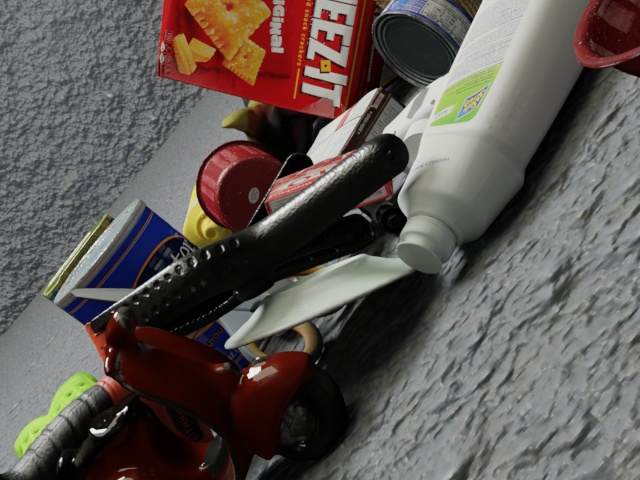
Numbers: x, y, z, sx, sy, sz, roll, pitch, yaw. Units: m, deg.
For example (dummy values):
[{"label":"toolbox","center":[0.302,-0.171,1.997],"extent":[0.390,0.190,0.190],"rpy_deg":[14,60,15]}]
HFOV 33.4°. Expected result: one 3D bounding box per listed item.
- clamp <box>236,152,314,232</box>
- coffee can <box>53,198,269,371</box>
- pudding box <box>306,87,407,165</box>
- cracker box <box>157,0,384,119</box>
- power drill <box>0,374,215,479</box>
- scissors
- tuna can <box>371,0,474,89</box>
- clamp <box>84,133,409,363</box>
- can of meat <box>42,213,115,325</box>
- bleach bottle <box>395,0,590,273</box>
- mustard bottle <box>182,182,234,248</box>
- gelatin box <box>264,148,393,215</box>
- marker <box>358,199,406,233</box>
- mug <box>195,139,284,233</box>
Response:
[{"label":"clamp","center":[-0.056,0.001,0.913],"extent":[0.120,0.039,0.172],"rpy_deg":[-56,4,-35]},{"label":"coffee can","center":[-0.119,0.050,0.828],"extent":[0.103,0.140,0.103],"rpy_deg":[-46,14,15]},{"label":"pudding box","center":[0.020,-0.075,0.935],"extent":[0.114,0.039,0.090],"rpy_deg":[-32,24,57]},{"label":"cracker box","center":[-0.044,-0.214,1.010],"extent":[0.072,0.214,0.164],"rpy_deg":[-30,-47,-63]},{"label":"power drill","center":[-0.152,0.166,0.676],"extent":[0.057,0.184,0.187],"rpy_deg":[22,52,39]},{"label":"scissors","center":[-0.079,0.056,0.720],"extent":[0.202,0.016,0.096],"rpy_deg":[-8,46,7]},{"label":"tuna can","center":[0.086,-0.160,0.851],"extent":[0.033,0.086,0.086],"rpy_deg":[-54,14,-21]},{"label":"clamp","center":[-0.040,0.010,0.638],"extent":[0.209,0.036,0.165],"rpy_deg":[-27,-14,-18]},{"label":"can of meat","center":[-0.199,0.037,1.008],"extent":[0.102,0.084,0.058],"rpy_deg":[-55,14,-13]},{"label":"bleach bottle","center":[0.106,-0.085,0.647],"extent":[0.250,0.068,0.103],"rpy_deg":[-60,16,-26]},{"label":"mustard bottle","center":[-0.117,-0.041,1.226],"extent":[0.096,0.058,0.191],"rpy_deg":[-45,15,14]},{"label":"gelatin box","center":[0.008,-0.039,0.772],"extent":[0.089,0.030,0.073],"rpy_deg":[-20,13,9]},{"label":"marker","center":[0.041,-0.024,0.776],"extent":[0.020,0.020,0.121],"rpy_deg":[-50,14,2]},{"label":"mug","center":[-0.059,-0.052,1.045],"extent":[0.117,0.093,0.081],"rpy_deg":[-18,15,-11]}]
